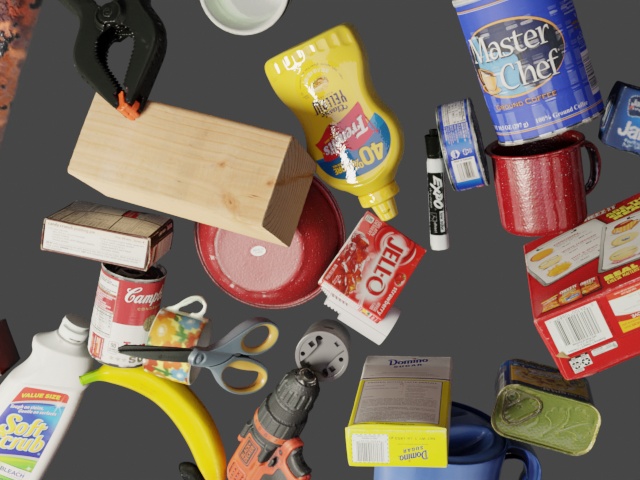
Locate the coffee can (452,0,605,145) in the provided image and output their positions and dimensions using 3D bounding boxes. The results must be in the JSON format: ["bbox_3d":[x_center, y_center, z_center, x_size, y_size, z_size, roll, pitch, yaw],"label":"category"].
[{"bbox_3d":[0.190,-0.170,0.973,0.103,0.102,0.140,-17,102,13],"label":"coffee can"}]

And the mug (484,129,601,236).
[{"bbox_3d":[0.218,-0.058,1.014,0.117,0.093,0.081,-20,110,-23],"label":"mug"}]

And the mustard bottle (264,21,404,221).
[{"bbox_3d":[0.028,-0.107,1.040,0.096,0.058,0.191,-23,101,16],"label":"mustard bottle"}]

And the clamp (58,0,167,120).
[{"bbox_3d":[-0.205,-0.212,1.019,0.165,0.036,0.210,-9,72,16],"label":"clamp"}]

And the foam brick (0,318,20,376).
[{"bbox_3d":[-0.381,0.125,1.173,0.078,0.053,0.051,-15,102,12],"label":"foam brick"}]

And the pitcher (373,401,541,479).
[{"bbox_3d":[0.122,0.297,1.103,0.149,0.144,0.243,21,115,38],"label":"pitcher"}]

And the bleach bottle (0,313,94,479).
[{"bbox_3d":[-0.325,0.188,1.173,0.102,0.068,0.251,26,106,-11],"label":"bleach bottle"}]

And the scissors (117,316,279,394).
[{"bbox_3d":[-0.110,0.102,1.076,0.016,0.201,0.096,31,88,42],"label":"scissors"}]

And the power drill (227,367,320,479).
[{"bbox_3d":[-0.010,0.245,1.088,0.188,0.057,0.185,52,133,27],"label":"power drill"}]

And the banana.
[{"bbox_3d":[-0.164,0.184,1.157,0.197,0.037,0.069,41,92,-8],"label":"banana"}]

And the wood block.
[{"bbox_3d":[-0.122,-0.070,1.022,0.206,0.090,0.090,15,80,18],"label":"wood block"}]

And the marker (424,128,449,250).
[{"bbox_3d":[0.116,-0.051,1.061,0.020,0.020,0.121,-2,105,10],"label":"marker"}]

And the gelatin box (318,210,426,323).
[{"bbox_3d":[0.053,0.026,1.065,0.073,0.030,0.089,35,74,0],"label":"gelatin box"}]

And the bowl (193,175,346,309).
[{"bbox_3d":[-0.057,0.001,1.085,0.162,0.055,0.162,3,106,9],"label":"bowl"}]

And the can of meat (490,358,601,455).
[{"bbox_3d":[0.223,0.163,1.068,0.102,0.084,0.057,14,107,5],"label":"can of meat"}]

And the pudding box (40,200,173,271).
[{"bbox_3d":[-0.216,-0.006,1.090,0.113,0.090,0.039,9,106,6],"label":"pudding box"}]

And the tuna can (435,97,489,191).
[{"bbox_3d":[0.135,-0.090,1.012,0.034,0.086,0.086,-12,103,13],"label":"tuna can"}]

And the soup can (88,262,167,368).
[{"bbox_3d":[-0.204,0.075,1.121,0.068,0.068,0.102,15,107,5],"label":"soup can"}]

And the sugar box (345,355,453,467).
[{"bbox_3d":[0.081,0.164,1.043,0.093,0.176,0.048,0,103,10],"label":"sugar box"}]

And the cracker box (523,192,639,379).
[{"bbox_3d":[0.274,0.030,0.955,0.164,0.213,0.072,-25,101,15],"label":"cracker box"}]
